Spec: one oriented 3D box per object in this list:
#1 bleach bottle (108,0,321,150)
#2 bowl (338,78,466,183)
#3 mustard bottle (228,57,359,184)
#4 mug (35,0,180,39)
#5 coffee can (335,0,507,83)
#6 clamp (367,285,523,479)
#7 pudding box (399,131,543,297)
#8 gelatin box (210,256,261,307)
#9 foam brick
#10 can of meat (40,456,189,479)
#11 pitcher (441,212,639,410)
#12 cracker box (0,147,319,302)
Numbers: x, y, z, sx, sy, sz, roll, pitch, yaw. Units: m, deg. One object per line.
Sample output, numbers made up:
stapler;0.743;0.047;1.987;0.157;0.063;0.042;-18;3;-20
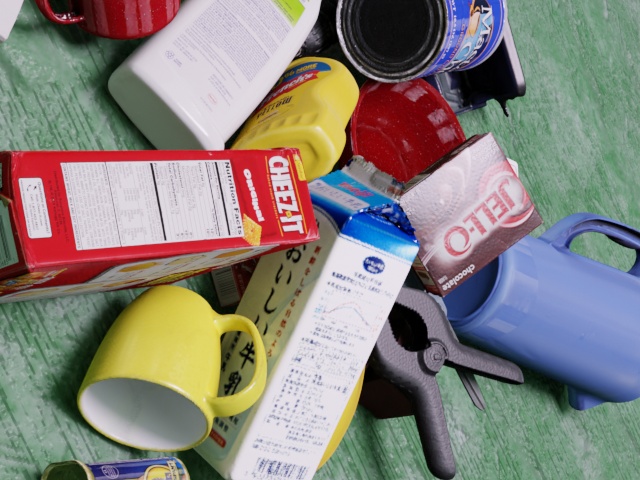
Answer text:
bleach bottle;-0.050;-0.170;0.841;0.102;0.068;0.250;49;60;-15
bowl;0.067;-0.070;0.965;0.161;0.055;0.162;16;65;-40
mustard bottle;-0.017;-0.100;0.855;0.058;0.096;0.191;54;26;-20
mug;-0.150;-0.191;0.749;0.093;0.081;0.117;34;55;26
coffee can;0.091;-0.194;0.930;0.140;0.103;0.103;-23;93;-58
clamp;0.082;0.105;0.854;0.171;0.039;0.120;41;59;-15
pudding box;0.113;-0.022;0.872;0.113;0.039;0.090;-35;101;-11
gelatin box;-0.056;0.001;0.839;0.073;0.030;0.089;-13;86;-46
foam brick;0.063;0.104;0.905;0.051;0.053;0.078;43;50;-26
can of meat;-0.128;0.191;0.686;0.083;0.058;0.102;7;72;-46
pitcher;0.223;0.056;1.021;0.242;0.145;0.149;22;52;-35
cracker box;-0.135;-0.009;0.668;0.213;0.165;0.072;-6;83;-45
